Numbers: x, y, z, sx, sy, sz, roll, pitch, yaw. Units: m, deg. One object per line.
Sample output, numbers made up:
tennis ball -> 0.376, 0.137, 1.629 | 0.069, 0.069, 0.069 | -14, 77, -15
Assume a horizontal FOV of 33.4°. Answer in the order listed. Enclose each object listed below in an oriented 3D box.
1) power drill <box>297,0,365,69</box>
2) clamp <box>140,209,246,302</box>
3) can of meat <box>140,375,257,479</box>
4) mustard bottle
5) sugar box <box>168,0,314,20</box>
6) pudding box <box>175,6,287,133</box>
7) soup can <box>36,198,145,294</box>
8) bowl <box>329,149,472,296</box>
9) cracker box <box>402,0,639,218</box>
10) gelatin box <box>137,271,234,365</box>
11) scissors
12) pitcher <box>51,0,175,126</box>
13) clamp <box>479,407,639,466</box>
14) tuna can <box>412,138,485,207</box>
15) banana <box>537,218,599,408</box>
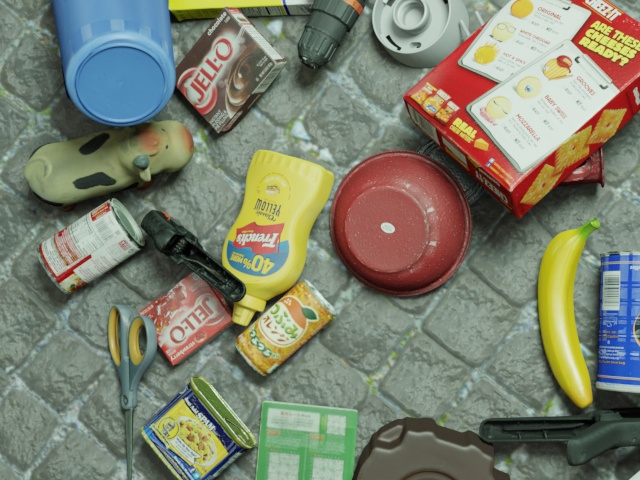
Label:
power drill -> -0.032, -0.299, 1.162 | 0.187, 0.057, 0.184 | 27, 84, 5
clamp -> -0.156, 0.002, 1.148 | 0.039, 0.120, 0.172 | -49, 40, -7
can of meat -> -0.135, 0.214, 1.173 | 0.084, 0.057, 0.102 | -43, 80, 5
mustard bottle -> -0.058, 0.001, 1.176 | 0.096, 0.058, 0.191 | 17, 87, 27
sugar box -> -0.083, -0.305, 1.218 | 0.176, 0.048, 0.093 | -2, 84, 9
pudding box -> -0.104, -0.190, 1.197 | 0.090, 0.039, 0.114 | 48, 113, 9
soup can -> -0.258, 0.006, 1.204 | 0.102, 0.068, 0.068 | -32, 81, 4
bowl -> 0.077, -0.015, 1.140 | 0.162, 0.055, 0.162 | 3, 99, 20
cracker box -> 0.217, -0.151, 1.075 | 0.213, 0.072, 0.164 | -41, 60, -5
gelatin box -> -0.148, 0.086, 1.200 | 0.089, 0.030, 0.073 | -36, 81, 4
scissors -> -0.203, 0.168, 1.185 | 0.096, 0.016, 0.202 | -19, 78, 48
pitcher -> -0.224, -0.218, 1.133 | 0.145, 0.149, 0.243 | -16, 41, -2
clamp -> 0.279, 0.192, 1.086 | 0.209, 0.165, 0.036 | -3, 91, -29
tuna can -> 0.142, -0.074, 1.169 | 0.086, 0.033, 0.086 | -1, 85, 8
banana -> 0.258, 0.075, 1.125 | 0.037, 0.070, 0.198 | 0, 92, -25
